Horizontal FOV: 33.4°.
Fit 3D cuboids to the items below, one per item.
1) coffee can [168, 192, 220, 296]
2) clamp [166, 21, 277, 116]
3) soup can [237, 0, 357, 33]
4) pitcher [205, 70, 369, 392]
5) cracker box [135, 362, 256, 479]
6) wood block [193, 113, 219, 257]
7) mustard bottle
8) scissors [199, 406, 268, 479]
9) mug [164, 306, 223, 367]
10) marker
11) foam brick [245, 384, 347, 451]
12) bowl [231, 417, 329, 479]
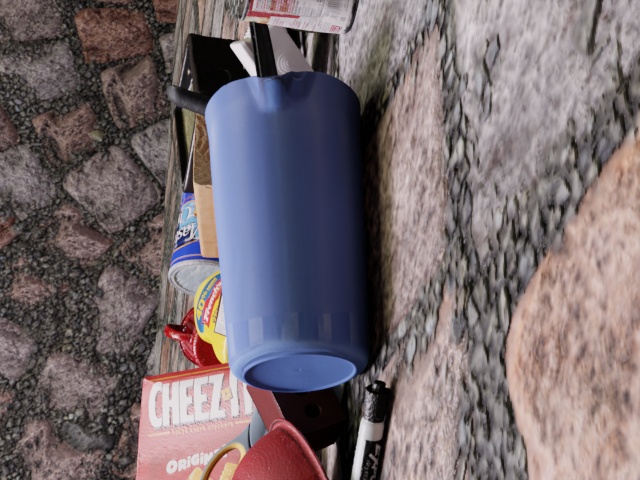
[{"bbox_3d":[-0.138,-0.007,1.399,0.103,0.102,0.140,117,162,-60],"label":"coffee can"},{"bbox_3d":[-0.052,-0.133,1.047,0.120,0.171,0.039,-49,13,1],"label":"clamp"},{"bbox_3d":[-0.021,-0.231,0.989,0.068,0.102,0.068,-175,90,-78],"label":"soup can"},{"bbox_3d":[-0.022,-0.002,0.872,0.145,0.149,0.243,-30,54,42],"label":"pitcher"},{"bbox_3d":[-0.096,0.227,1.009,0.164,0.072,0.213,-13,65,31],"label":"cracker box"},{"bbox_3d":[-0.092,-0.057,1.191,0.206,0.090,0.090,101,170,-68],"label":"wood block"},{"bbox_3d":[-0.109,0.082,1.275,0.096,0.058,0.192,-65,24,3],"label":"mustard bottle"},{"bbox_3d":[-0.037,0.165,0.943,0.202,0.096,0.016,-57,-28,-4],"label":"scissors"},{"bbox_3d":[-0.143,0.126,1.379,0.082,0.117,0.093,-159,84,-73],"label":"mug"},{"bbox_3d":[0.033,0.158,0.770,0.020,0.020,0.121,-121,39,-70],"label":"marker"},{"bbox_3d":[-0.021,0.136,0.894,0.078,0.052,0.051,60,152,28],"label":"foam brick"},{"bbox_3d":[-0.031,0.223,0.826,0.162,0.055,0.162,164,90,-70],"label":"bowl"}]
